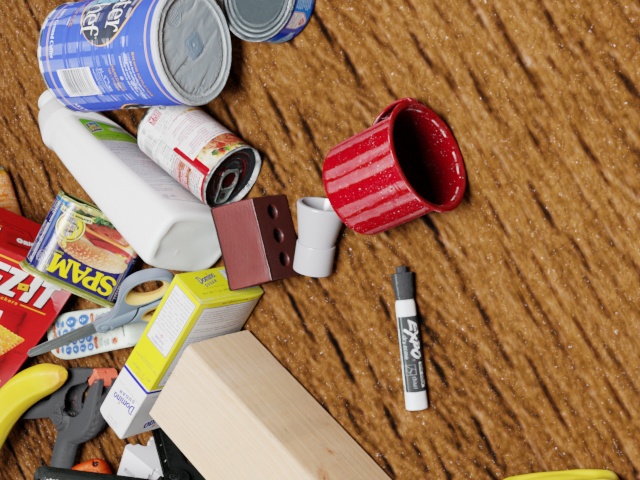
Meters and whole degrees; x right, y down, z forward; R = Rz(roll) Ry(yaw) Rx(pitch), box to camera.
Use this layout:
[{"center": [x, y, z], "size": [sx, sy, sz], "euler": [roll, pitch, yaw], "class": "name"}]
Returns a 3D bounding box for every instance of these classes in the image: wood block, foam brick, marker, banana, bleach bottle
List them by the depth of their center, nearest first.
[{"center": [0.075, 0.081, 0.897], "size": [0.020, 0.020, 0.121], "euler": [-6, 91, 36], "class": "marker"}, {"center": [-0.044, 0.185, 0.951], "size": [0.206, 0.090, 0.091], "euler": [43, 117, 24], "class": "wood block"}, {"center": [-0.056, 0.001, 0.964], "size": [0.051, 0.052, 0.078], "euler": [-17, 86, 36], "class": "foam brick"}, {"center": [-0.195, -0.070, 1.040], "size": [0.251, 0.102, 0.068], "euler": [43, 110, 31], "class": "bleach bottle"}, {"center": [-0.334, 0.190, 1.158], "size": [0.070, 0.037, 0.198], "euler": [49, 114, 28], "class": "banana"}]

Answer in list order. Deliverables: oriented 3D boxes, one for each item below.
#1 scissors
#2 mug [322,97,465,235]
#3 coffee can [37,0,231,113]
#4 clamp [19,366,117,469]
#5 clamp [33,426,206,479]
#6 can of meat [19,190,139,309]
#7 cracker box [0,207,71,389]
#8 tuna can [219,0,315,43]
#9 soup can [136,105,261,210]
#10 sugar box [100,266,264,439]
[{"center": [-0.208, 0.069, 1.026], "size": [0.202, 0.096, 0.016], "euler": [-14, 57, 6], "class": "scissors"}, {"center": [0.057, -0.064, 0.861], "size": [0.082, 0.093, 0.117], "euler": [-24, 50, 40], "class": "mug"}, {"center": [-0.165, -0.168, 0.949], "size": [0.141, 0.102, 0.103], "euler": [1, 95, 33], "class": "coffee can"}, {"center": [-0.269, 0.200, 1.145], "size": [0.172, 0.039, 0.120], "euler": [-40, 70, 35], "class": "clamp"}, {"center": [-0.146, 0.232, 0.975], "size": [0.210, 0.164, 0.036], "euler": [28, 120, 35], "class": "clamp"}, {"center": [-0.230, 0.009, 1.052], "size": [0.084, 0.102, 0.057], "euler": [-63, 24, 0], "class": "can of meat"}, {"center": [-0.371, 0.063, 1.127], "size": [0.214, 0.164, 0.072], "euler": [-49, 29, 29], "class": "cracker box"}, {"center": [-0.047, -0.218, 0.945], "size": [0.086, 0.033, 0.086], "euler": [4, 97, 35], "class": "tuna can"}, {"center": [-0.114, -0.083, 0.987], "size": [0.102, 0.068, 0.069], "euler": [38, 115, 27], "class": "soup can"}, {"center": [-0.132, 0.104, 1.003], "size": [0.048, 0.093, 0.176], "euler": [47, 119, 23], "class": "sugar box"}]
